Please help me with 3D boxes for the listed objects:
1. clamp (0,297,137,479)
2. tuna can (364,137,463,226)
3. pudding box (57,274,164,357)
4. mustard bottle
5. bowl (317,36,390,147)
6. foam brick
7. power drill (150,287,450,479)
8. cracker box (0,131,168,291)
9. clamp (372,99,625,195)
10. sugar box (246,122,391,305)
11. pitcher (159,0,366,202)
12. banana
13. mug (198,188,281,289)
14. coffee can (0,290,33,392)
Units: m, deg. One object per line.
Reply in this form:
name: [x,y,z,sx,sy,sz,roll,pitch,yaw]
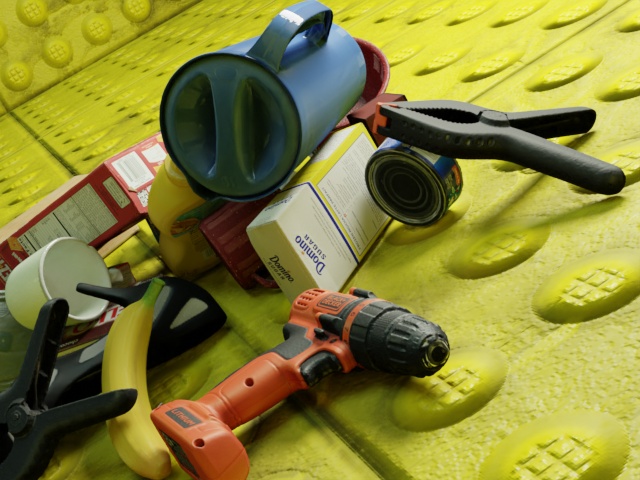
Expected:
clamp: [-0.219,0.142,0.837,0.120,0.039,0.171,35,94,35]
tuna can: [0.083,-0.055,0.960,0.086,0.086,0.033,-7,31,44]
pudding box: [-0.205,0.085,1.061,0.114,0.039,0.090,-22,23,18]
mustard bottle: [-0.125,-0.038,1.063,0.096,0.058,0.191,-34,-23,-15]
bowl: [0.004,-0.156,1.191,0.162,0.055,0.162,-10,49,11]
foam brick: [0.073,-0.107,1.107,0.051,0.078,0.053,-34,20,-13]
power drill: [-0.017,0.104,0.761,0.187,0.057,0.185,-34,18,-21]
cracker box: [-0.241,-0.028,1.157,0.214,0.072,0.164,-33,6,28]
clamp: [0.152,-0.094,0.920,0.210,0.036,0.164,11,25,8]
sugar box: [0.008,-0.023,0.969,0.048,0.093,0.176,-16,23,41]
pitcher: [-0.036,-0.144,1.004,0.149,0.145,0.242,-12,17,25]
banana: [-0.150,0.118,0.857,0.070,0.037,0.198,-51,35,34]
mug: [-0.057,0.001,1.023,0.081,0.093,0.117,-36,58,-7]
coffee can: [-0.372,0.104,1.123,0.141,0.103,0.102,-3,32,41]
